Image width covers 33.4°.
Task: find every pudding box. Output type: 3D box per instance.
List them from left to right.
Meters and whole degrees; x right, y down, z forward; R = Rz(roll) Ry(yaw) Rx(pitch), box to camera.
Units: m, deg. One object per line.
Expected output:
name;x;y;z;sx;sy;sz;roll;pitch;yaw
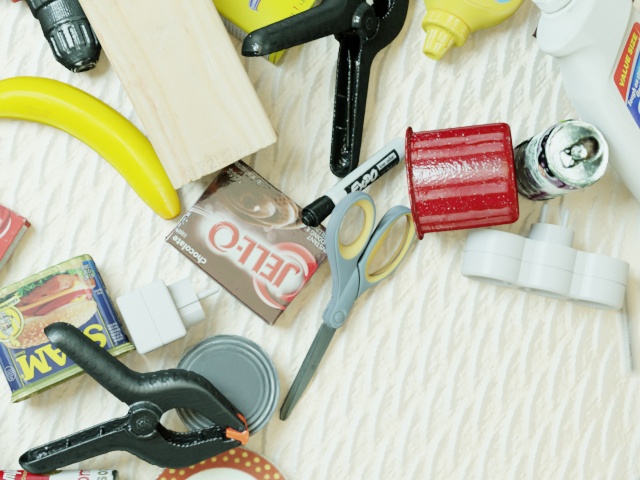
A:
pudding box;-0.056;0.001;0.866;0.113;0.039;0.090;39;81;-2

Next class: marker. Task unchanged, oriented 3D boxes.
marker;0.029;-0.048;0.871;0.121;0.020;0.020;-38;90;-29

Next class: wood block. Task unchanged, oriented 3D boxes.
wood block;-0.118;-0.155;0.819;0.090;0.091;0.206;-25;103;0

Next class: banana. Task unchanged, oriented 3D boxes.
banana;-0.194;-0.085;0.863;0.198;0.037;0.070;24;101;-2

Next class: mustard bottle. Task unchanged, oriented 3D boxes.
mustard bottle;0.136;-0.238;0.903;0.096;0.058;0.191;29;82;-11

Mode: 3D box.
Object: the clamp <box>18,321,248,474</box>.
clamp;-0.137;0.120;0.799;0.171;0.039;0.120;2;112;-12

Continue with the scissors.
scissors;0.006;0.044;0.860;0.201;0.016;0.096;-51;130;-9

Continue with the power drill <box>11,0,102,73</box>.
power drill;-0.284;-0.198;0.853;0.187;0.057;0.184;-20;84;-11

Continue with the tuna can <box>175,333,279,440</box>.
tuna can;-0.076;0.118;0.855;0.086;0.034;0.086;1;84;-7

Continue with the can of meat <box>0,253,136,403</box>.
can of meat;-0.208;0.068;0.834;0.102;0.057;0.084;-24;85;-8

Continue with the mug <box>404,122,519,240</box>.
mug;0.116;-0.057;0.863;0.081;0.117;0.093;-6;123;12

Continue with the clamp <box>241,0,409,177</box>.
clamp;0.028;-0.167;0.873;0.036;0.164;0.209;13;58;37
